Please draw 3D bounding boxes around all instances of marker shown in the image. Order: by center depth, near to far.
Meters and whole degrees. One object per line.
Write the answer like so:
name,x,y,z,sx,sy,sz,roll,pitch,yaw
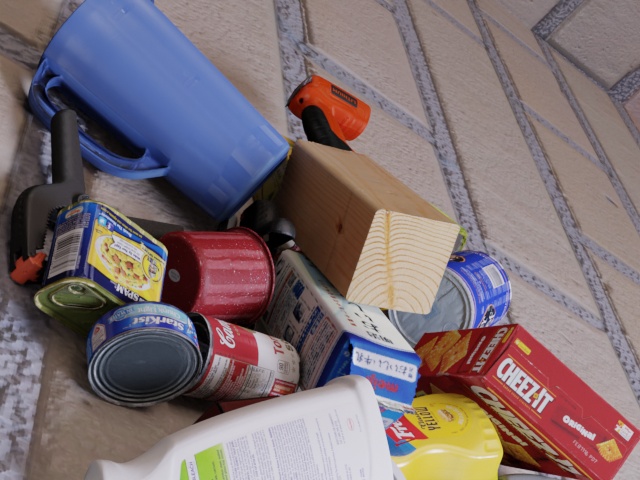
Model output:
marker,-0.097,0.010,1.061,0.020,0.020,0.121,36,27,-18

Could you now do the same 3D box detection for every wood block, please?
wood block,0.036,-0.018,1.024,0.090,0.091,0.206,11,18,-26

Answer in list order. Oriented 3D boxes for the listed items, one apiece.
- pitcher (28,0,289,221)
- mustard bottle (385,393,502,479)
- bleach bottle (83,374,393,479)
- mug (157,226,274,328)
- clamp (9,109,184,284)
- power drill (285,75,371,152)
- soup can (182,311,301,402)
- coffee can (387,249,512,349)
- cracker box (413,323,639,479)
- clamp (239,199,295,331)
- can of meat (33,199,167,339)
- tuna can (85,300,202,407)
pitcher,-0.157,-0.128,1.058,0.243,0.149,0.145,43,13,-2
mustard bottle,0.059,0.179,0.948,0.191,0.058,0.096,0,30,-24
bleach bottle,-0.070,0.163,0.748,0.250,0.068,0.102,-6,75,-33
mug,-0.101,0.045,0.940,0.081,0.093,0.117,2,85,-49
clamp,-0.200,-0.014,0.924,0.164,0.036,0.210,44,28,-16
power drill,0.038,-0.096,1.217,0.184,0.057,0.188,27,30,-32
soup can,-0.074,0.105,0.894,0.102,0.069,0.068,22,33,-39
coffee can,0.153,0.069,1.246,0.103,0.103,0.140,51,26,13
cracker box,0.187,0.162,1.060,0.164,0.072,0.214,40,-16,-9
clamp,-0.057,0.001,1.029,0.039,0.120,0.171,23,27,-19
can of meat,-0.169,0.028,0.841,0.102,0.058,0.084,42,38,-40
tuna can,-0.135,0.086,0.812,0.086,0.086,0.034,26,29,-34
